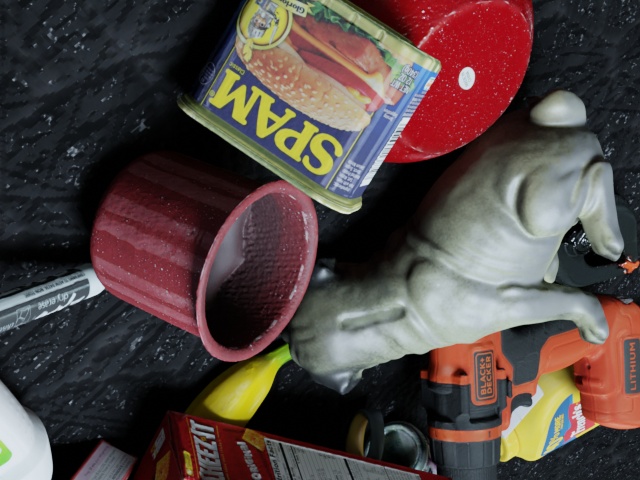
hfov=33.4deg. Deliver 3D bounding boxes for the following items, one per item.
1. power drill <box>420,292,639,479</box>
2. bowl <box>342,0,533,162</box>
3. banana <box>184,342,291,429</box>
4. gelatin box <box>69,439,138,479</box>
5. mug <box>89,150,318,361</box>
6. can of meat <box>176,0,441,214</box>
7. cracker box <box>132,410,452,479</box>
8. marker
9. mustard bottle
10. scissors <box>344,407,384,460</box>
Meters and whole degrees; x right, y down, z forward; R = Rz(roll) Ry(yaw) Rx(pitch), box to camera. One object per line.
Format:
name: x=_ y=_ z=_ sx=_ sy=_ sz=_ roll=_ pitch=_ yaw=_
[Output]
power drill: x=0.157 y=0.114 z=0.782 sx=0.187 sy=0.057 sz=0.184 roll=-4 pitch=94 yaw=-34
bowl: x=0.062 y=-0.100 z=0.582 sx=0.161 sy=0.055 sz=0.162 roll=-22 pitch=137 yaw=-23
banana: x=-0.077 y=0.149 z=0.703 sx=0.069 sy=0.037 sz=0.198 roll=12 pitch=117 yaw=-42
gelatin box: x=-0.147 y=0.172 z=0.634 sx=0.073 sy=0.030 sz=0.089 roll=-62 pitch=180 yaw=21
mug: x=-0.054 y=0.001 z=0.545 sx=0.117 sy=0.082 sz=0.093 roll=-19 pitch=124 yaw=-53
can of meat: x=-0.004 y=-0.076 z=0.516 sx=0.084 sy=0.102 sz=0.057 roll=-58 pitch=171 yaw=14
cracker box: x=-0.028 y=0.213 z=0.683 sx=0.213 sy=0.072 sz=0.164 roll=18 pitch=112 yaw=-25
marker: x=-0.134 y=0.027 z=0.532 sx=0.120 sy=0.020 sz=0.020 roll=-24 pitch=142 yaw=-54
mustard bottle: x=0.205 y=0.136 z=0.906 sx=0.191 sy=0.058 sz=0.096 roll=-23 pitch=142 yaw=-22
scissors: x=0.018 y=0.193 z=0.824 sx=0.016 sy=0.096 sz=0.202 roll=4 pitch=155 yaw=-19
